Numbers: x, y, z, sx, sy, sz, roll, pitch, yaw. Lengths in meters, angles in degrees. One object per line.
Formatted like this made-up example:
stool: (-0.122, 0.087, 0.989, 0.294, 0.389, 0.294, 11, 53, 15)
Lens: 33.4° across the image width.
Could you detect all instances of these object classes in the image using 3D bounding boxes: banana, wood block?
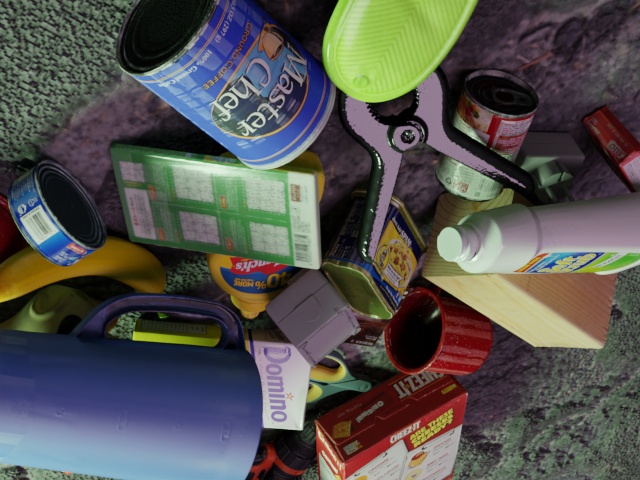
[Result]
banana: (-0.205, 0.027, 0.941, 0.037, 0.069, 0.197, -17, 162, 42)
wood block: (0.205, 0.032, 1.072, 0.090, 0.091, 0.205, -3, 154, 44)

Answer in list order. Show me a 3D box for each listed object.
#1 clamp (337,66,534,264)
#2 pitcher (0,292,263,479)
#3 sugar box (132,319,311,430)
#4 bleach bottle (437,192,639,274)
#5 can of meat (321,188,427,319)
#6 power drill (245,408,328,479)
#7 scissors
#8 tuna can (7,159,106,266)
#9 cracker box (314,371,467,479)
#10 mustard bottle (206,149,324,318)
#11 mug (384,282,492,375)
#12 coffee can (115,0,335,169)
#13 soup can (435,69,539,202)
clamp: (0.066, -0.085, 0.905, 0.165, 0.036, 0.210, -30, 112, 9)
pitcher: (-0.179, 0.134, 0.927, 0.242, 0.149, 0.145, 12, 135, -27)
sugar box: (-0.099, 0.133, 1.057, 0.176, 0.048, 0.093, 5, 103, -5)
bleach bottle: (0.198, -0.001, 0.945, 0.250, 0.068, 0.103, -4, 165, -37)
can of meat: (0.051, 0.015, 1.011, 0.058, 0.084, 0.102, 9, 151, 33)
power drill: (-0.096, 0.246, 1.218, 0.187, 0.057, 0.185, 16, 126, -33)
scissors: (0.029, 0.172, 1.224, 0.096, 0.016, 0.201, -39, 135, 21)
tuna can: (-0.217, -0.022, 0.879, 0.034, 0.086, 0.086, -32, 136, 13)
cracker box: (0.078, 0.243, 1.236, 0.164, 0.072, 0.214, -27, 145, -18)
mustard bottle: (-0.056, 0.002, 0.986, 0.096, 0.058, 0.192, -4, 135, -16)
mug: (0.131, 0.088, 1.136, 0.081, 0.093, 0.117, 12, 92, -37)
coffee can: (-0.070, -0.132, 0.812, 0.103, 0.103, 0.140, -37, 135, 17)
soup can: (0.148, -0.093, 0.963, 0.068, 0.068, 0.102, -3, 135, -19)
